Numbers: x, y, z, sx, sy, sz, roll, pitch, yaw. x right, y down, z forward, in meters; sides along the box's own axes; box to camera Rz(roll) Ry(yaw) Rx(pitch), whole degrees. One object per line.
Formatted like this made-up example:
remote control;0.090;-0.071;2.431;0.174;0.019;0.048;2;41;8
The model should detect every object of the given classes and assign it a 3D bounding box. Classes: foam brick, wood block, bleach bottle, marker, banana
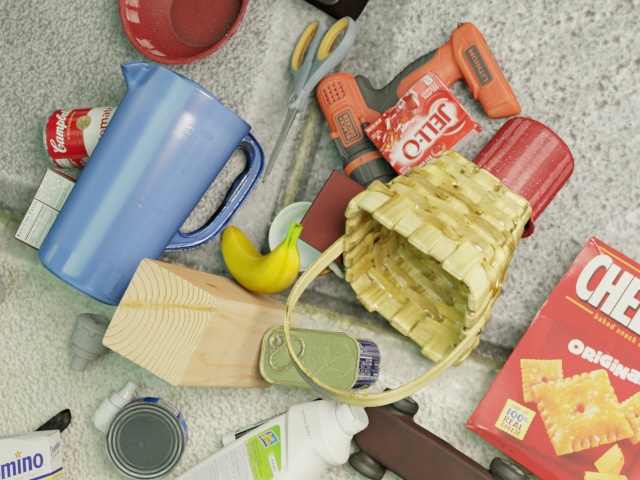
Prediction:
foam brick;0.020;-0.022;1.039;0.051;0.053;0.078;34;93;19
wood block;-0.108;0.086;1.046;0.091;0.205;0.090;27;92;22
bleach bottle;-0.058;0.240;1.062;0.251;0.068;0.102;-34;52;18
marker;-0.046;0.191;1.108;0.121;0.020;0.020;-24;75;16
banana;-0.060;0.019;1.073;0.198;0.037;0.069;0;73;64

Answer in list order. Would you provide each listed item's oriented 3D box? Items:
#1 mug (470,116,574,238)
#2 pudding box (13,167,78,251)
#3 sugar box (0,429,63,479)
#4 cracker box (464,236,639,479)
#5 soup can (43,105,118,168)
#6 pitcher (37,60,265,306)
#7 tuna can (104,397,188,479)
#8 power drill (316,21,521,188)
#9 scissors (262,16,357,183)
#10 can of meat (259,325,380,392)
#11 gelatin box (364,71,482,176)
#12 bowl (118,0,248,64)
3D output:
mug;0.181;-0.063;1.023;0.093;0.117;0.081;48;72;-19
pudding box;-0.273;-0.018;1.194;0.113;0.039;0.090;28;94;1
sugar box;-0.326;0.300;1.163;0.093;0.048;0.176;-7;91;6
cracker box;0.260;0.129;0.974;0.164;0.072;0.214;34;94;21
soup can;-0.250;-0.117;1.202;0.102;0.068;0.068;-1;82;20
pitcher;-0.179;-0.052;1.117;0.149;0.145;0.243;32;90;19
tuna can;-0.184;0.210;1.134;0.086;0.034;0.086;0;93;1
power drill;0.102;-0.119;1.076;0.188;0.057;0.184;-27;74;15
scissors;-0.009;-0.154;1.093;0.096;0.016;0.201;-22;46;41
can of meat;0.002;0.119;1.065;0.102;0.083;0.057;4;84;21
gelatin box;0.099;-0.107;1.030;0.089;0.030;0.073;-41;74;14
bowl;-0.142;-0.267;1.190;0.162;0.055;0.162;-3;81;20
